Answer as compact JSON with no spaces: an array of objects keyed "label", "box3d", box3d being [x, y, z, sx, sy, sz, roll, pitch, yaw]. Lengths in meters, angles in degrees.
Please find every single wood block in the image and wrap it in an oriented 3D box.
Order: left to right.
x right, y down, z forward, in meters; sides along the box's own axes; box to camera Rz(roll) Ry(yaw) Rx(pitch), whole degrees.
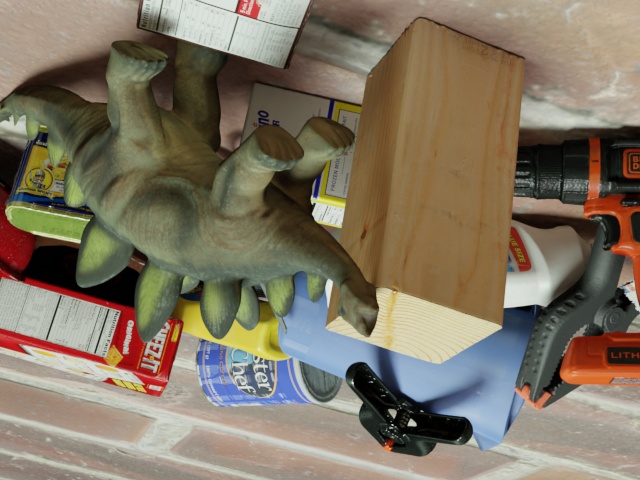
[{"label":"wood block","box3d":[0.073,-0.034,0.732,0.090,0.206,0.091,18,153,-16]}]

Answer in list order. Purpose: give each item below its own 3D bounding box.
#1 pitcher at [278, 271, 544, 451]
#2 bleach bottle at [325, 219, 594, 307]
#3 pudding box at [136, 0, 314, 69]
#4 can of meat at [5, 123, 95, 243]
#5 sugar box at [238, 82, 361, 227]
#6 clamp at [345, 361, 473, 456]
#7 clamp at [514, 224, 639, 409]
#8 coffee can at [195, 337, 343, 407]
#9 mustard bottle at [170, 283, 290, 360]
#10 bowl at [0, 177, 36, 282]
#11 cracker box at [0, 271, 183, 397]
[{"label":"pitcher","box3d":[0.089,0.086,1.030,0.243,0.149,0.145,18,154,16]},{"label":"bleach bottle","box3d":[0.131,0.015,0.948,0.251,0.102,0.068,-2,139,5]},{"label":"pudding box","box3d":[-0.062,-0.165,0.710,0.113,0.039,0.090,16,153,-8]},{"label":"can of meat","box3d":[-0.218,-0.047,0.940,0.102,0.084,0.057,11,153,-2]},{"label":"sugar box","box3d":[0.023,-0.057,0.831,0.176,0.093,0.048,12,153,-2]},{"label":"clamp","box3d":[0.083,0.169,0.982,0.120,0.039,0.171,31,163,19]},{"label":"clamp","box3d":[0.234,0.048,0.896,0.164,0.210,0.036,43,180,-38]},{"label":"coffee can","box3d":[-0.057,0.138,1.223,0.141,0.102,0.102,-7,148,31]},{"label":"mustard bottle","box3d":[-0.111,0.080,1.149,0.192,0.058,0.096,11,-171,32]},{"label":"bowl","box3d":[-0.314,-0.035,0.980,0.162,0.055,0.162,43,175,5]},{"label":"cracker box","box3d":[-0.255,0.095,1.100,0.213,0.072,0.164,16,164,-7]}]
